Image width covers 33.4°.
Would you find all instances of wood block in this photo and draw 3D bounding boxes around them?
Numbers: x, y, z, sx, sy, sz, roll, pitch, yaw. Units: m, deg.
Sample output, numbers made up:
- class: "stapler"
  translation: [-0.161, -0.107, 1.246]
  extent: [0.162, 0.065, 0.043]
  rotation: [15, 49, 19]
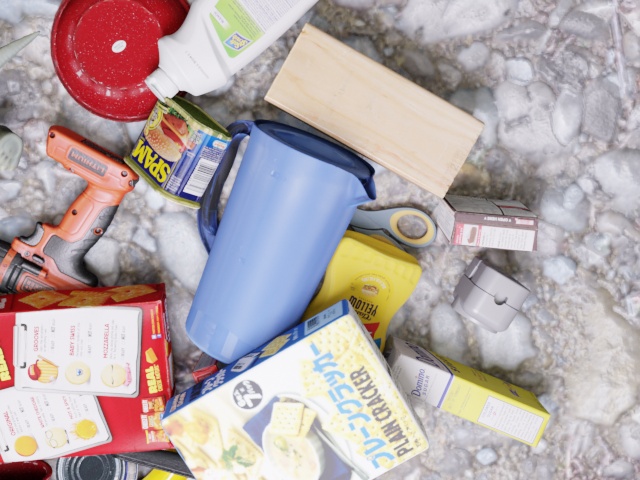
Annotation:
- class: "wood block"
  translation: [0.053, -0.134, 1.104]
  extent: [0.206, 0.091, 0.090]
  rotation: [29, 95, -5]

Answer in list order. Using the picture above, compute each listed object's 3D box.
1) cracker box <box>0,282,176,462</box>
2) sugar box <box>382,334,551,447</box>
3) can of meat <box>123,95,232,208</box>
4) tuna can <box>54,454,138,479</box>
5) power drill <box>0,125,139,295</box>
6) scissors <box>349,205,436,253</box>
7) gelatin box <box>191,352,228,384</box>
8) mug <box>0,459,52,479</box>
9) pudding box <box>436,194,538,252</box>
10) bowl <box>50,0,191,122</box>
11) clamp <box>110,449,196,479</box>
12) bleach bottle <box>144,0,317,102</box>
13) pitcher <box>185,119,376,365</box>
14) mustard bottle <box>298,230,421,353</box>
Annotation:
- class: "cracker box"
  translation: [-0.260, 0.136, 1.103]
  extent: [0.213, 0.072, 0.164]
  rotation: [-4, 105, -2]
- class: "sugar box"
  translation: [0.150, 0.159, 1.145]
  extent: [0.176, 0.093, 0.048]
  rotation: [25, 96, -5]
- class: "can of meat"
  translation: [-0.145, -0.094, 1.096]
  extent: [0.057, 0.102, 0.084]
  rotation: [17, 108, -46]
- class: "tuna can"
  translation: [-0.244, 0.249, 1.160]
  extent: [0.086, 0.033, 0.086]
  rotation: [-3, 78, 14]
- class: "power drill"
  translation: [-0.290, -0.023, 1.129]
  extent: [0.184, 0.057, 0.188]
  rotation: [27, 99, -9]
- class: "scissors"
  translation: [0.046, -0.040, 1.153]
  extent: [0.096, 0.016, 0.201]
  rotation: [-38, 98, 6]
- class: "gelatin box"
  translation: [-0.108, 0.160, 1.140]
  extent: [0.030, 0.089, 0.073]
  rotation: [-20, 97, 2]
- class: "mug"
  translation: [-0.342, 0.292, 1.144]
  extent: [0.093, 0.117, 0.081]
  rotation: [10, 106, 40]
- class: "pudding box"
  translation: [0.172, -0.020, 1.112]
  extent: [0.090, 0.113, 0.039]
  rotation: [4, 100, -2]
- class: "bowl"
  translation: [-0.205, -0.203, 1.107]
  extent: [0.162, 0.055, 0.162]
  rotation: [0, 98, -1]
- class: "clamp"
  translation: [-0.100, 0.270, 1.126]
  extent: [0.209, 0.036, 0.164]
  rotation: [-13, 74, -14]
- class: "bleach bottle"
  translation: [-0.080, -0.240, 1.075]
  extent: [0.250, 0.068, 0.102]
  rotation: [-43, 104, -7]
- class: "pitcher"
  translation: [-0.057, 0.001, 1.102]
  extent: [0.144, 0.149, 0.243]
  rotation: [19, 105, -19]
- class: "mustard bottle"
  translation: [0.027, 0.091, 1.144]
  extent: [0.096, 0.058, 0.192]
  rotation: [21, 105, -14]
